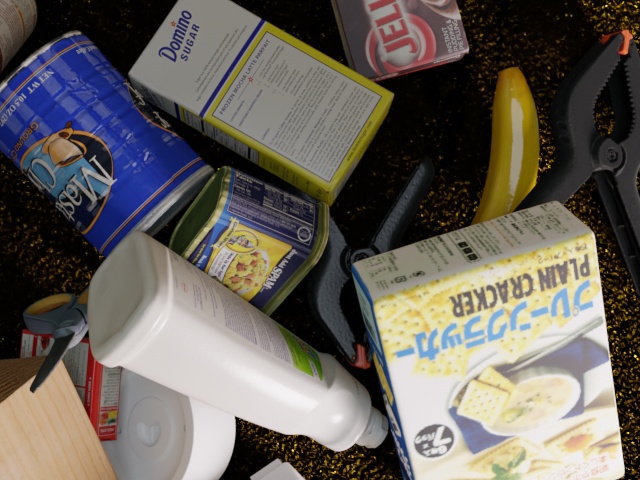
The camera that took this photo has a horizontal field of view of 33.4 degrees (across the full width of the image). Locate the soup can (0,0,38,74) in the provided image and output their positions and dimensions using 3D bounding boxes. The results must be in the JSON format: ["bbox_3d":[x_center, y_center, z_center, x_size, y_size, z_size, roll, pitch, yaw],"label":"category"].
[{"bbox_3d":[-0.250,-0.147,0.761,0.068,0.102,0.068,5,129,6],"label":"soup can"}]

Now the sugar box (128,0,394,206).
[{"bbox_3d":[-0.044,-0.110,0.799,0.176,0.048,0.093,30,76,6],"label":"sugar box"}]

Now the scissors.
[{"bbox_3d":[-0.187,0.065,0.735,0.096,0.201,0.016,-13,105,18],"label":"scissors"}]

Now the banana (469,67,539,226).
[{"bbox_3d":[0.132,-0.034,0.821,0.069,0.037,0.198,31,79,-31],"label":"banana"}]

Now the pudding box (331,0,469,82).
[{"bbox_3d":[0.055,-0.185,0.825,0.090,0.039,0.113,-16,90,-4],"label":"pudding box"}]

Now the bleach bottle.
[{"bbox_3d":[-0.044,0.092,0.754,0.250,0.102,0.068,34,108,-31],"label":"bleach bottle"}]

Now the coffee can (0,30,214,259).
[{"bbox_3d":[-0.161,-0.066,0.774,0.103,0.103,0.140,-44,92,-4],"label":"coffee can"}]

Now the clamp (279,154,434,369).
[{"bbox_3d":[0.020,0.010,0.821,0.120,0.039,0.171,8,82,2],"label":"clamp"}]

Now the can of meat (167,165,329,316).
[{"bbox_3d":[-0.055,0.001,0.775,0.083,0.102,0.057,23,44,-20],"label":"can of meat"}]

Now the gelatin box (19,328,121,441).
[{"bbox_3d":[-0.185,0.105,0.784,0.089,0.030,0.073,3,88,38],"label":"gelatin box"}]

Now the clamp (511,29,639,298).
[{"bbox_3d":[0.205,-0.061,0.821,0.164,0.036,0.210,7,86,-26],"label":"clamp"}]

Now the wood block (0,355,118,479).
[{"bbox_3d":[-0.194,0.191,0.734,0.091,0.090,0.206,-9,110,34],"label":"wood block"}]
